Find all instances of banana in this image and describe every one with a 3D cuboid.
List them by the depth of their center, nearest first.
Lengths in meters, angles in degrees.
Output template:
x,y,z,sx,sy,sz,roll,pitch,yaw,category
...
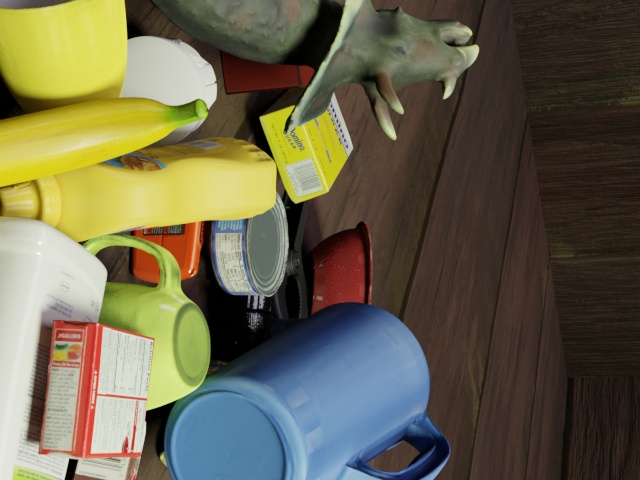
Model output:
x,y,z,sx,sy,sz,roll,pitch,yaw,category
-0.165,-0.056,0.606,0.197,0.070,0.037,-18,86,-30,banana

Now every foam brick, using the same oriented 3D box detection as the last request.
x,y,z,sx,sy,sz,roll,pitch,yaw,category
-0.047,-0.166,1.000,0.053,0.078,0.051,-32,117,-66,foam brick

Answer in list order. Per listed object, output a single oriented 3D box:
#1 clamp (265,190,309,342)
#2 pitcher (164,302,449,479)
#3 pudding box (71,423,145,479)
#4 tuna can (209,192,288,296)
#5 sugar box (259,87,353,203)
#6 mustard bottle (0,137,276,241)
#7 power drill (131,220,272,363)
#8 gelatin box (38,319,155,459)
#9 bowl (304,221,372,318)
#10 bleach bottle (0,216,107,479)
x,y,z,sx,sy,sz,roll,pitch,yaw,category
-0.037,0.019,1.060,0.164,0.036,0.210,-1,84,-70,clamp
-0.005,0.135,0.808,0.242,0.149,0.145,-16,95,-66,pitcher
-0.143,0.172,0.676,0.090,0.039,0.113,116,-13,-59,pudding box
-0.056,0.001,0.841,0.086,0.034,0.086,0,90,-71,tuna can
-0.010,-0.110,1.097,0.176,0.048,0.093,-60,132,-67,sugar box
-0.126,-0.034,0.701,0.191,0.096,0.058,-10,108,-45,mustard bottle
-0.089,0.014,0.886,0.187,0.057,0.184,34,55,-69,power drill
-0.127,0.087,0.610,0.089,0.030,0.073,42,51,-75,gelatin box
0.013,0.058,1.116,0.162,0.055,0.162,-176,-90,-82,bowl
-0.181,0.120,0.594,0.102,0.068,0.251,50,43,-63,bleach bottle
